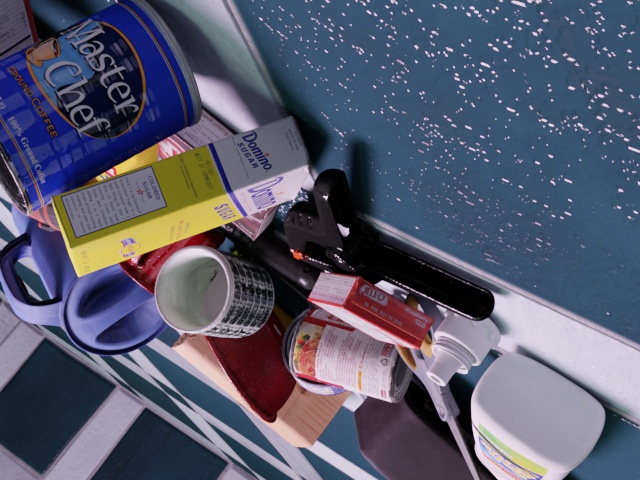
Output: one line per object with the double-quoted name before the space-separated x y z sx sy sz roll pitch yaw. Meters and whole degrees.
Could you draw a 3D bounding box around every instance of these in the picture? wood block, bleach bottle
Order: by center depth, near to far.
"bleach bottle" 0.181 0.177 0.926 0.103 0.068 0.251 33 165 21
"wood block" -0.076 0.163 1.354 0.206 0.090 0.090 40 163 -7

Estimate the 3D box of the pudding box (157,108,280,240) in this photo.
"pudding box" -0.082 -0.058 0.881 0.113 0.039 0.090 37 162 2

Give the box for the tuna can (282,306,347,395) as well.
"tuna can" 0.007 0.108 1.053 0.086 0.086 0.033 29 163 26

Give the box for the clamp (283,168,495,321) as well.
"clamp" 0.020 -0.003 0.818 0.164 0.036 0.210 41 165 -26

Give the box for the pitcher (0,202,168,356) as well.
"pitcher" -0.272 0.013 1.198 0.149 0.145 0.243 39 -177 -44

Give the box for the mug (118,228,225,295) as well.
"mug" -0.150 -0.001 1.034 0.093 0.081 0.117 45 -168 10

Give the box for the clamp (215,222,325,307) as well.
"clamp" -0.056 0.001 0.978 0.171 0.039 0.120 35 167 2

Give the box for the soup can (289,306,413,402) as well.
"soup can" 0.031 0.105 0.988 0.102 0.068 0.068 13 155 20

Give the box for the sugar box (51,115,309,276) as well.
"sugar box" -0.098 -0.030 0.762 0.093 0.176 0.048 122 128 -74

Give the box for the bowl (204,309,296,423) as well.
"bowl" -0.067 0.107 1.111 0.162 0.055 0.162 58 -175 -9

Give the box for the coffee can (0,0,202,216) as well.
"coffee can" -0.168 -0.095 0.744 0.103 0.140 0.103 49 159 26

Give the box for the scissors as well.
"scissors" 0.106 0.124 0.874 0.202 0.016 0.096 61 157 21

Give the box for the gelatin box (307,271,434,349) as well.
"gelatin box" 0.039 0.054 0.849 0.073 0.030 0.089 30 171 -17
